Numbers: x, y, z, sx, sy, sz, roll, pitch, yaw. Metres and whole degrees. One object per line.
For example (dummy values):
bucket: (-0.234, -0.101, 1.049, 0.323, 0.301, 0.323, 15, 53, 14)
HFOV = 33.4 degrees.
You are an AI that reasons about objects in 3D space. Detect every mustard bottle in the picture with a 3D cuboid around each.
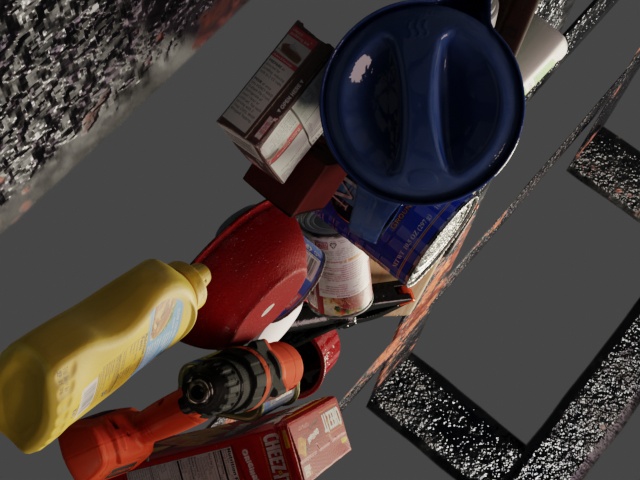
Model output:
mustard bottle: (-0.140, 0.064, 0.746, 0.191, 0.058, 0.096, -37, 158, -48)

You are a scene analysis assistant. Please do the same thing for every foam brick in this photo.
foam brick: (-0.016, -0.057, 0.861, 0.051, 0.053, 0.078, -55, 168, 17)

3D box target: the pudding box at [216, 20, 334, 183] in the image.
pudding box: (-0.022, -0.095, 0.765, 0.090, 0.039, 0.113, -53, 170, -3)

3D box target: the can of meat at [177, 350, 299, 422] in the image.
can of meat: (-0.084, 0.146, 1.090, 0.083, 0.102, 0.057, -13, 108, -66)

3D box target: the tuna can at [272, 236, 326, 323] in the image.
tuna can: (-0.036, 0.034, 1.003, 0.086, 0.033, 0.086, -42, -158, 21)

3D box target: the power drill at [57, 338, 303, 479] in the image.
power drill: (-0.118, 0.140, 0.873, 0.188, 0.057, 0.184, -25, 170, 17)

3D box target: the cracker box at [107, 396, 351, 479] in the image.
cracker box: (-0.095, 0.227, 1.111, 0.214, 0.072, 0.164, -18, 177, 17)

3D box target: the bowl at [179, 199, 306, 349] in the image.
bowl: (-0.062, 0.039, 0.893, 0.162, 0.055, 0.162, -44, 167, -13)

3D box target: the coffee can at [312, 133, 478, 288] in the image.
coffee can: (0.054, -0.040, 0.955, 0.102, 0.140, 0.103, -48, 167, -15)

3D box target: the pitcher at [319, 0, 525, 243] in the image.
pitcher: (0.083, -0.098, 0.797, 0.149, 0.145, 0.242, -20, -175, 15)

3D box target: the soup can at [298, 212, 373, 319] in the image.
soup can: (0.016, 0.018, 1.069, 0.068, 0.069, 0.102, -41, 136, -40)

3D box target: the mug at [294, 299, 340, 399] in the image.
mug: (-0.026, 0.125, 1.300, 0.081, 0.093, 0.117, -34, 123, -66)

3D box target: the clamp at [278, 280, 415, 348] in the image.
clamp: (0.016, 0.078, 1.173, 0.171, 0.039, 0.120, -23, 168, 10)
